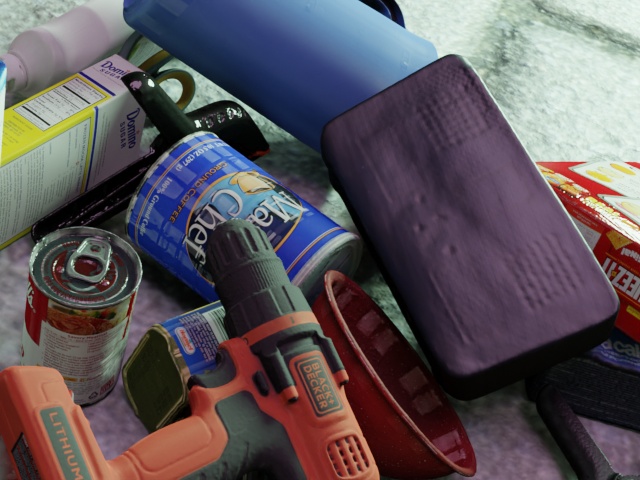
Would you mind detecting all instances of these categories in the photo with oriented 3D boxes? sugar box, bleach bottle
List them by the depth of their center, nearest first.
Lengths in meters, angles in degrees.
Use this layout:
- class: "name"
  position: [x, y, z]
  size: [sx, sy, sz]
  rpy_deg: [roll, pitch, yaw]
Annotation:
- class: "sugar box"
  position: [-0.202, -0.064, 0.791]
  size: [0.048, 0.093, 0.176]
  rpy_deg: [32, 42, 13]
- class: "bleach bottle"
  position: [-0.172, -0.181, 0.919]
  size: [0.250, 0.103, 0.068]
  rpy_deg: [-32, 84, -41]

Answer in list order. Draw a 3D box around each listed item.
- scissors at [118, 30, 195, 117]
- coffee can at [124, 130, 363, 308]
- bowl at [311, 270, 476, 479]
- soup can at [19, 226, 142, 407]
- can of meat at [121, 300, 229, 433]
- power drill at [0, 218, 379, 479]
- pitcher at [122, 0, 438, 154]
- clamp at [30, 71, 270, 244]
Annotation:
- class: "scissors"
  position: [-0.176, -0.103, 0.887]
  size: [0.016, 0.096, 0.201]
  rpy_deg: [29, 70, 41]
- class: "coffee can"
  position: [-0.055, 0.001, 0.769]
  size: [0.140, 0.103, 0.102]
  rpy_deg: [36, 44, 18]
- class: "bowl"
  position: [0.033, 0.099, 0.699]
  size: [0.162, 0.055, 0.162]
  rpy_deg: [50, 11, -13]
- class: "soup can"
  position: [-0.154, 0.051, 0.680]
  size: [0.068, 0.102, 0.068]
  rpy_deg: [11, 43, -10]
- class: "can of meat"
  position: [-0.072, 0.077, 0.683]
  size: [0.083, 0.102, 0.057]
  rpy_deg: [-19, 72, -32]
- class: "power drill"
  position: [-0.075, 0.082, 0.581]
  size: [0.187, 0.057, 0.184]
  rpy_deg: [-15, 67, -30]
- class: "pitcher"
  position: [-0.031, -0.173, 0.877]
  size: [0.242, 0.145, 0.149]
  rpy_deg: [29, 16, -24]
- class: "clamp"
  position: [-0.118, -0.060, 0.816]
  size: [0.036, 0.165, 0.209]
  rpy_deg: [51, 26, 16]
